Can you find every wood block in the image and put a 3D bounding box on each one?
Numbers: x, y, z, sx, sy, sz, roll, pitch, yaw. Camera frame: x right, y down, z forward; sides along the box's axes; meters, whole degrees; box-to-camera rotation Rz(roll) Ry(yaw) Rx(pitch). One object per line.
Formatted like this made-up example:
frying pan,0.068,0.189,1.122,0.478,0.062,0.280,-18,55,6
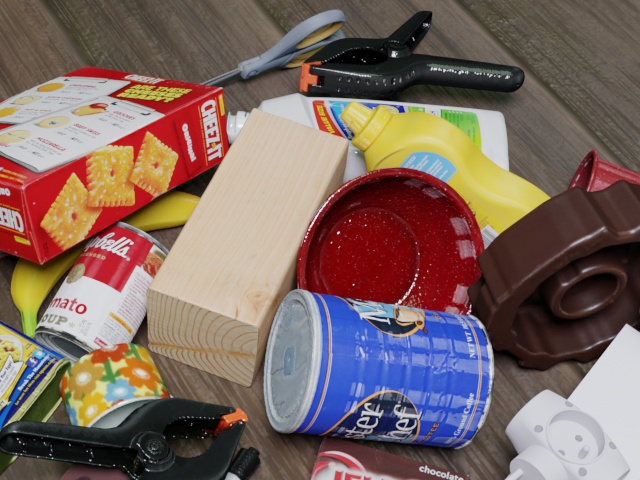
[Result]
wood block,-0.056,0.002,0.869,0.091,0.090,0.206,19,52,7

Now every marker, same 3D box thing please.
marker,-0.080,0.194,0.758,0.020,0.020,0.121,29,54,14

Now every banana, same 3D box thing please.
banana,-0.185,0.002,0.886,0.197,0.037,0.069,-39,95,-28

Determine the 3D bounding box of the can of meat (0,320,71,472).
can of meat,-0.242,0.110,0.777,0.084,0.057,0.102,27,54,10

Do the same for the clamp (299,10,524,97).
clamp,0.069,-0.177,1.033,0.209,0.036,0.165,-10,36,-22

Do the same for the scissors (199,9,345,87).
scissors,-0.056,-0.174,1.012,0.201,0.096,0.016,-21,78,-26

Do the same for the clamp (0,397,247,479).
clamp,-0.125,0.142,0.709,0.120,0.039,0.171,48,38,14

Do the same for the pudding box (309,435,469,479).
pudding box,0.042,0.198,0.760,0.113,0.039,0.090,16,51,4

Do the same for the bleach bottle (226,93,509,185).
bleach bottle,0.039,-0.084,0.968,0.251,0.068,0.102,6,48,-1

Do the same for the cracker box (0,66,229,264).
cracker box,-0.202,-0.069,0.856,0.164,0.072,0.213,15,33,34

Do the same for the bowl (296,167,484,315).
bowl,0.050,0.020,0.860,0.162,0.055,0.162,-2,97,-19

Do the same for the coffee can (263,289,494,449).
coffee can,0.041,0.096,0.781,0.140,0.103,0.103,9,50,-19

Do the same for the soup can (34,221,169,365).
soup can,-0.166,0.045,0.821,0.068,0.068,0.102,22,64,9

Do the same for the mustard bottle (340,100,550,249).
mustard bottle,0.097,-0.052,0.892,0.191,0.096,0.058,36,51,-8
